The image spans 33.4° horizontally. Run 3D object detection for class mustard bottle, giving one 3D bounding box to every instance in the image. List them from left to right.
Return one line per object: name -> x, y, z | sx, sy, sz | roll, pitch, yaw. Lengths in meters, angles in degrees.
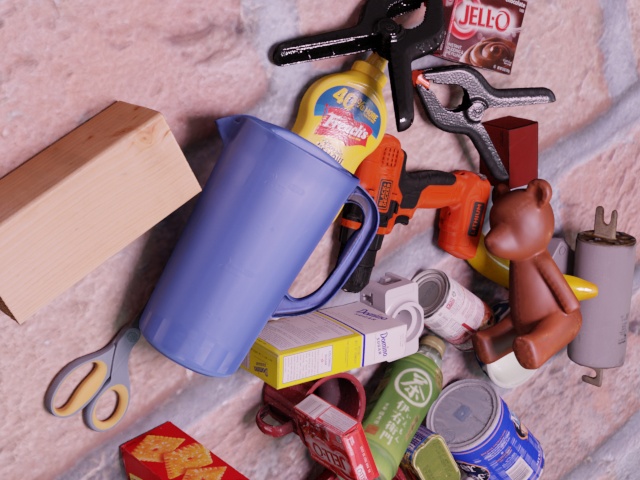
mustard bottle -> 0.017, -0.119, 1.138 | 0.096, 0.058, 0.191 | 34, 81, -19

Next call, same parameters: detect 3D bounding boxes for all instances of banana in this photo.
banana -> 0.250, 0.036, 1.336 | 0.197, 0.070, 0.037 | 28, 55, -12

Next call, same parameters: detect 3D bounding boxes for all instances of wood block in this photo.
wood block -> -0.225, -0.030, 0.965 | 0.205, 0.090, 0.091 | -39, 124, -22

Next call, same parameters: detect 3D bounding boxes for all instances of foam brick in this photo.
foam brick -> 0.231, -0.108, 1.308 | 0.051, 0.053, 0.078 | -16, 113, -33

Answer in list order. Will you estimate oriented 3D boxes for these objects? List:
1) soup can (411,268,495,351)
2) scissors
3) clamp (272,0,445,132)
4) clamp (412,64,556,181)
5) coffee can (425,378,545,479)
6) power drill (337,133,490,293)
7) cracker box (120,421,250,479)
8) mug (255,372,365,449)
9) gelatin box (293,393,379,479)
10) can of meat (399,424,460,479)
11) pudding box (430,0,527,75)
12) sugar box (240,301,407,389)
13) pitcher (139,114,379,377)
soup can -> 0.158, 0.085, 1.302 | 0.102, 0.069, 0.068 | 35, 82, -38
scissors -> -0.189, 0.114, 1.084 | 0.201, 0.016, 0.096 | -43, 126, -19
clamp -> 0.076, -0.203, 1.120 | 0.209, 0.165, 0.036 | -41, 158, -30
clamp -> 0.177, -0.142, 1.235 | 0.171, 0.039, 0.120 | 17, 99, -12
coffee can -> 0.214, 0.257, 1.374 | 0.102, 0.103, 0.140 | -52, 127, -13
power drill -> 0.105, -0.023, 1.236 | 0.187, 0.057, 0.184 | 7, 100, -38
cracker box -> -0.110, 0.299, 1.072 | 0.072, 0.214, 0.164 | -24, 117, -30
mug -> -0.020, 0.184, 1.190 | 0.117, 0.082, 0.093 | -27, 119, -28
gelatin box -> 0.016, 0.209, 1.112 | 0.030, 0.089, 0.073 | -32, 121, -25
can of meat -> 0.118, 0.267, 1.318 | 0.057, 0.084, 0.102 | -41, 125, -20
pudding box -> 0.181, -0.247, 1.236 | 0.113, 0.039, 0.090 | 7, 99, -38
sugar box -> 0.000, 0.113, 1.176 | 0.175, 0.093, 0.048 | -7, 108, -35
pitcher -> -0.066, 0.012, 1.036 | 0.144, 0.149, 0.243 | 20, 102, -52
